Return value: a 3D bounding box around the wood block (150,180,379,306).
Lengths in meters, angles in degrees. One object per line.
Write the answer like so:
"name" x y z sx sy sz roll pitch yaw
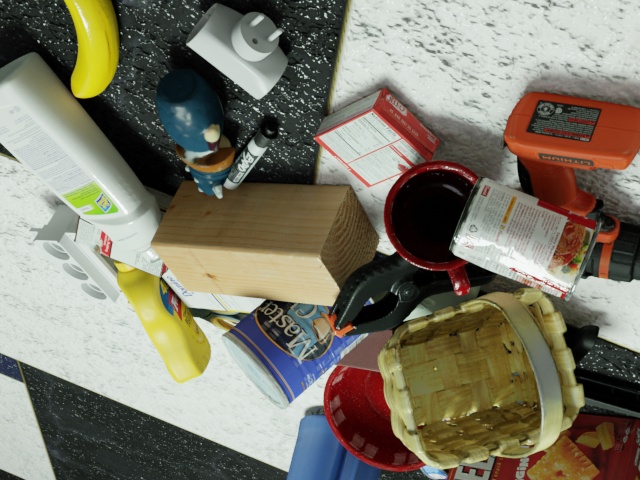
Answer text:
"wood block" -0.058 0.002 1.098 0.206 0.090 0.090 4 145 31

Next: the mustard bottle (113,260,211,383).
"mustard bottle" -0.199 0.076 1.303 0.058 0.096 0.191 -22 116 8

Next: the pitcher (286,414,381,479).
"pitcher" 0.006 0.369 1.467 0.145 0.242 0.149 -2 147 32

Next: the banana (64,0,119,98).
"banana" -0.213 -0.190 0.969 0.070 0.037 0.198 33 152 21

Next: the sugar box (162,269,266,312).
"sugar box" -0.101 0.042 1.236 0.177 0.048 0.093 6 144 35

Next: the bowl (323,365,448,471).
"bowl" 0.087 0.196 1.290 0.162 0.055 0.162 9 114 21

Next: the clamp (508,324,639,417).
"clamp" 0.266 0.155 1.156 0.164 0.036 0.210 39 149 -22

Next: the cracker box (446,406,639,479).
"cracker box" 0.256 0.279 1.230 0.214 0.164 0.072 0 140 35

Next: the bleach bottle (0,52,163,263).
"bleach bottle" -0.249 -0.072 1.106 0.103 0.068 0.250 -13 124 42

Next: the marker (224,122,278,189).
"marker" -0.069 -0.082 1.044 0.020 0.020 0.121 31 149 -10

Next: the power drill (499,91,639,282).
"power drill" 0.225 -0.033 0.876 0.185 0.057 0.187 11 147 22

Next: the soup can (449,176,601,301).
"soup can" 0.162 -0.002 0.849 0.102 0.068 0.068 23 150 10

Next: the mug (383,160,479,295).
"mug" 0.107 -0.009 0.934 0.093 0.117 0.081 -21 176 5

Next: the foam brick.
"foam brick" 0.058 0.116 1.211 0.078 0.051 0.053 7 101 29

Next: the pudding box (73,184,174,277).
"pudding box" -0.214 -0.020 1.194 0.113 0.039 0.090 20 121 4

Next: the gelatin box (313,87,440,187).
"gelatin box" 0.049 -0.090 0.940 0.073 0.030 0.089 40 146 -22

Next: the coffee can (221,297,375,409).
"coffee can" -0.020 0.096 1.135 0.103 0.140 0.103 45 164 16

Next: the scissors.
"scissors" -0.169 0.080 1.369 0.202 0.016 0.096 15 146 16

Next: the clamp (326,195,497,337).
"clamp" 0.088 0.042 1.031 0.171 0.039 0.120 -39 121 13
